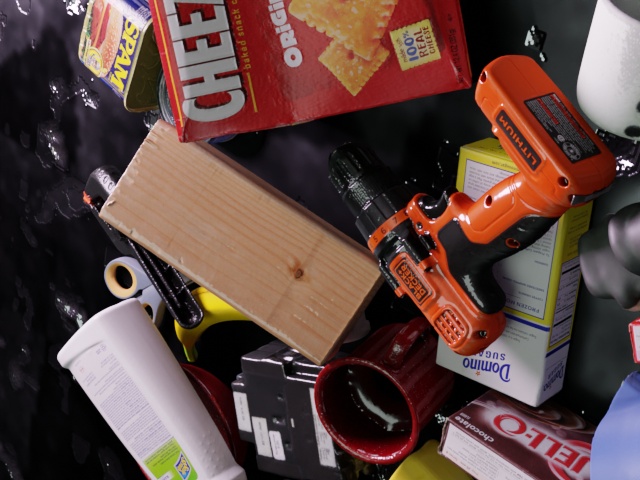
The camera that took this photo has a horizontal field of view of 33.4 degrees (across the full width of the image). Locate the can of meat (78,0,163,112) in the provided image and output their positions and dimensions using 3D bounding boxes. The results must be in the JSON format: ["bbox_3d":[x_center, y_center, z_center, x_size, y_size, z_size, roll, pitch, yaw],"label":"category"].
[{"bbox_3d":[-0.171,-0.183,0.974,0.084,0.057,0.102,42,127,27],"label":"can of meat"}]

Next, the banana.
[{"bbox_3d":[-0.080,0.066,0.994,0.198,0.037,0.069,-19,123,46],"label":"banana"}]

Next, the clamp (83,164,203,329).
[{"bbox_3d":[-0.179,-0.026,1.000,0.210,0.036,0.164,38,147,49],"label":"clamp"}]

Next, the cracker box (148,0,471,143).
[{"bbox_3d":[-0.011,-0.169,0.760,0.214,0.072,0.164,-10,99,9],"label":"cracker box"}]

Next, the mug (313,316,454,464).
[{"bbox_3d":[0.058,0.108,0.844,0.093,0.081,0.117,30,125,20],"label":"mug"}]

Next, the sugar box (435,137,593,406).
[{"bbox_3d":[0.140,0.022,0.776,0.093,0.048,0.176,22,120,36],"label":"sugar box"}]

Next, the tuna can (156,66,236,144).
[{"bbox_3d":[-0.106,-0.127,0.950,0.086,0.033,0.086,15,114,37],"label":"tuna can"}]

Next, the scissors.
[{"bbox_3d":[-0.160,0.030,1.063,0.096,0.016,0.202,56,132,12],"label":"scissors"}]

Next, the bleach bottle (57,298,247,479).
[{"bbox_3d":[-0.141,0.182,0.990,0.251,0.067,0.103,56,132,9],"label":"bleach bottle"}]

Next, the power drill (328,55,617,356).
[{"bbox_3d":[0.096,-0.036,0.726,0.184,0.057,0.188,53,137,15],"label":"power drill"}]

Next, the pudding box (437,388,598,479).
[{"bbox_3d":[0.157,0.154,0.775,0.114,0.089,0.039,29,122,32],"label":"pudding box"}]

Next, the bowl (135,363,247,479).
[{"bbox_3d":[-0.124,0.185,1.056,0.162,0.055,0.162,15,114,37],"label":"bowl"}]

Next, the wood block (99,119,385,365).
[{"bbox_3d":[-0.056,0.001,0.838,0.206,0.090,0.091,34,94,7],"label":"wood block"}]
